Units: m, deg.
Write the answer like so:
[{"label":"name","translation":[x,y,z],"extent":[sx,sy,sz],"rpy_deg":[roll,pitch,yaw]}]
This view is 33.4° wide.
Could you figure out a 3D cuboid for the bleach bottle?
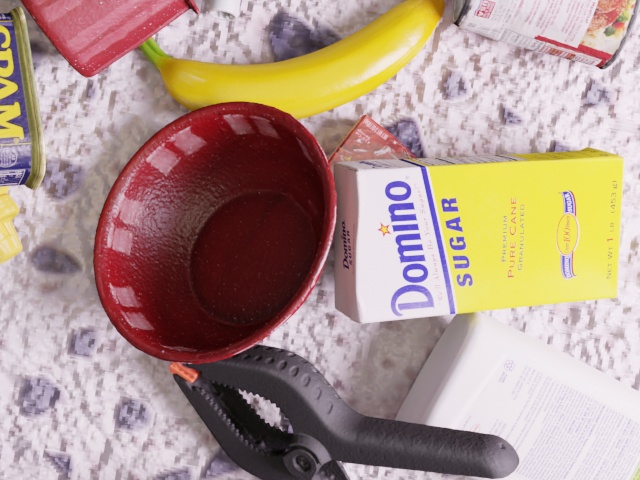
[{"label":"bleach bottle","translation":[0.178,0.141,0.670],"extent":[0.250,0.068,0.102],"rpy_deg":[29,96,-7]}]

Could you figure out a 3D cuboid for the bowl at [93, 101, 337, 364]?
[{"label":"bowl","translation":[-0.054,0.001,0.636],"extent":[0.162,0.055,0.162],"rpy_deg":[-10,66,23]}]

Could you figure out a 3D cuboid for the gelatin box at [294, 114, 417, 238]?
[{"label":"gelatin box","translation":[0.039,-0.024,0.677],"extent":[0.089,0.030,0.073],"rpy_deg":[38,87,-3]}]

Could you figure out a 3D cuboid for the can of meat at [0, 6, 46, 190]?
[{"label":"can of meat","translation":[-0.205,-0.077,0.594],"extent":[0.083,0.058,0.102],"rpy_deg":[-6,78,-25]}]

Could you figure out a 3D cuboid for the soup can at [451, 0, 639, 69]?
[{"label":"soup can","translation":[0.141,-0.153,0.669],"extent":[0.102,0.068,0.068],"rpy_deg":[15,88,-3]}]

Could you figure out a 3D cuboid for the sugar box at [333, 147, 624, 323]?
[{"label":"sugar box","translation":[0.096,-0.005,0.648],"extent":[0.176,0.048,0.093],"rpy_deg":[-6,103,-20]}]

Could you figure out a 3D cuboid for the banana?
[{"label":"banana","translation":[-0.013,-0.111,0.671],"extent":[0.197,0.037,0.069],"rpy_deg":[-9,90,-5]}]

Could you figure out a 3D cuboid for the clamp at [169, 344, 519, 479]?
[{"label":"clamp","translation":[-0.001,0.134,0.646],"extent":[0.210,0.036,0.165],"rpy_deg":[27,126,14]}]

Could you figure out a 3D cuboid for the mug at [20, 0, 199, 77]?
[{"label":"mug","translation":[-0.138,-0.161,0.641],"extent":[0.081,0.093,0.117],"rpy_deg":[-35,74,0]}]

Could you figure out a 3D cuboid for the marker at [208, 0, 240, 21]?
[{"label":"marker","translation":[-0.051,-0.198,0.673],"extent":[0.020,0.020,0.121],"rpy_deg":[10,81,-4]}]
